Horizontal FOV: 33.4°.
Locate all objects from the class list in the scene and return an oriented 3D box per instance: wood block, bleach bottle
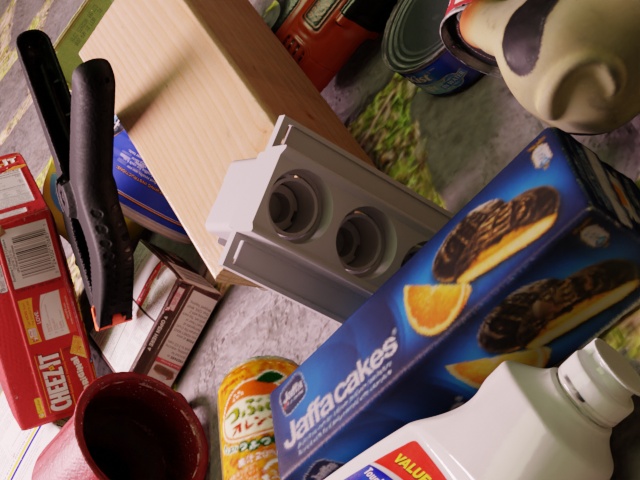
[{"bbox_3d":[-0.056,-0.075,0.666,0.091,0.090,0.206,-49,56,22],"label":"wood block"},{"bbox_3d":[0.033,0.128,0.460,0.251,0.068,0.102,-47,33,21],"label":"bleach bottle"}]

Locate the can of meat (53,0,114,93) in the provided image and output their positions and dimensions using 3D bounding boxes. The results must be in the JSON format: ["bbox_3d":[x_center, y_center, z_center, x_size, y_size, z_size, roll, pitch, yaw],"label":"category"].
[{"bbox_3d":[-0.161,-0.146,0.841,0.102,0.057,0.084,-57,-15,-5],"label":"can of meat"}]

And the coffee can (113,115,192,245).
[{"bbox_3d":[-0.110,-0.082,0.819,0.140,0.102,0.103,-60,29,3],"label":"coffee can"}]

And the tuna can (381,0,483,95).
[{"bbox_3d":[0.077,-0.130,0.635,0.086,0.033,0.086,-38,37,36],"label":"tuna can"}]

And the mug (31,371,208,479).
[{"bbox_3d":[-0.127,0.138,0.688,0.082,0.093,0.117,-46,2,35],"label":"mug"}]

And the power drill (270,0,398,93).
[{"bbox_3d":[-0.008,-0.220,0.747,0.185,0.057,0.188,-49,61,19],"label":"power drill"}]

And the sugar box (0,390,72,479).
[{"bbox_3d":[-0.226,0.176,0.844,0.176,0.048,0.093,25,87,57],"label":"sugar box"}]

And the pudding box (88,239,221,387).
[{"bbox_3d":[-0.126,0.057,0.794,0.090,0.039,0.114,-62,27,2],"label":"pudding box"}]

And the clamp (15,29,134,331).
[{"bbox_3d":[-0.154,-0.036,0.711,0.165,0.036,0.210,21,124,62],"label":"clamp"}]

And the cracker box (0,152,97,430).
[{"bbox_3d":[-0.244,0.033,0.865,0.214,0.072,0.164,-144,40,-64],"label":"cracker box"}]
